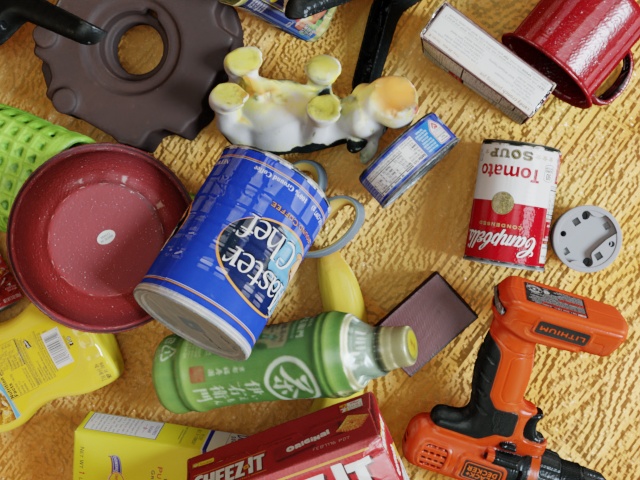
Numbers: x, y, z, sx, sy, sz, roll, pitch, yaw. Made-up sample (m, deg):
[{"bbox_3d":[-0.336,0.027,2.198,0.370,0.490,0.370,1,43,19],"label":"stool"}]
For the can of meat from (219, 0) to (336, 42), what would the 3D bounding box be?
[{"bbox_3d":[-0.025,-0.226,0.888,0.083,0.058,0.102,22,95,-36],"label":"can of meat"}]

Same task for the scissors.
[{"bbox_3d":[-0.056,0.001,0.933,0.202,0.016,0.096,-26,71,17],"label":"scissors"}]

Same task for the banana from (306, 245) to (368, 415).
[{"bbox_3d":[0.007,0.106,0.921,0.069,0.037,0.198,15,93,5],"label":"banana"}]

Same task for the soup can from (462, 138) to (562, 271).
[{"bbox_3d":[0.160,-0.029,0.887,0.068,0.068,0.102,9,92,5],"label":"soup can"}]

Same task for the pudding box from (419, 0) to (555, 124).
[{"bbox_3d":[0.136,-0.143,0.875,0.113,0.090,0.039,36,95,4],"label":"pudding box"}]

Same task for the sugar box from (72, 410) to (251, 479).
[{"bbox_3d":[-0.124,0.209,0.925,0.176,0.048,0.093,8,108,8],"label":"sugar box"}]

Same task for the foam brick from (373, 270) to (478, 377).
[{"bbox_3d":[0.087,0.070,0.905,0.078,0.053,0.051,-42,87,6],"label":"foam brick"}]

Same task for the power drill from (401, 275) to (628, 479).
[{"bbox_3d":[0.178,0.133,0.870,0.184,0.057,0.188,17,113,-4],"label":"power drill"}]

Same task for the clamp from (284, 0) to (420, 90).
[{"bbox_3d":[0.056,-0.206,0.895,0.171,0.120,0.039,-43,48,-8],"label":"clamp"}]

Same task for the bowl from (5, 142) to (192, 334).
[{"bbox_3d":[-0.176,-0.001,0.874,0.162,0.055,0.162,0,92,-12],"label":"bowl"}]

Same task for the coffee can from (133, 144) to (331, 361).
[{"bbox_3d":[-0.068,0.010,0.847,0.103,0.103,0.140,29,70,4],"label":"coffee can"}]

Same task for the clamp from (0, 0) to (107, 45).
[{"bbox_3d":[-0.254,-0.207,0.896,0.210,0.036,0.164,-21,65,28],"label":"clamp"}]

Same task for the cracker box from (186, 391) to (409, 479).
[{"bbox_3d":[0.006,0.250,0.870,0.164,0.072,0.213,-21,114,4],"label":"cracker box"}]

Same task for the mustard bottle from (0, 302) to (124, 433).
[{"bbox_3d":[-0.276,0.116,0.939,0.191,0.058,0.096,-26,93,6],"label":"mustard bottle"}]

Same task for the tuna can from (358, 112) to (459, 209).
[{"bbox_3d":[0.073,-0.067,0.886,0.086,0.086,0.034,-42,86,5],"label":"tuna can"}]

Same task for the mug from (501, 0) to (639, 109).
[{"bbox_3d":[0.217,-0.161,0.874,0.117,0.093,0.081,40,90,-28],"label":"mug"}]
